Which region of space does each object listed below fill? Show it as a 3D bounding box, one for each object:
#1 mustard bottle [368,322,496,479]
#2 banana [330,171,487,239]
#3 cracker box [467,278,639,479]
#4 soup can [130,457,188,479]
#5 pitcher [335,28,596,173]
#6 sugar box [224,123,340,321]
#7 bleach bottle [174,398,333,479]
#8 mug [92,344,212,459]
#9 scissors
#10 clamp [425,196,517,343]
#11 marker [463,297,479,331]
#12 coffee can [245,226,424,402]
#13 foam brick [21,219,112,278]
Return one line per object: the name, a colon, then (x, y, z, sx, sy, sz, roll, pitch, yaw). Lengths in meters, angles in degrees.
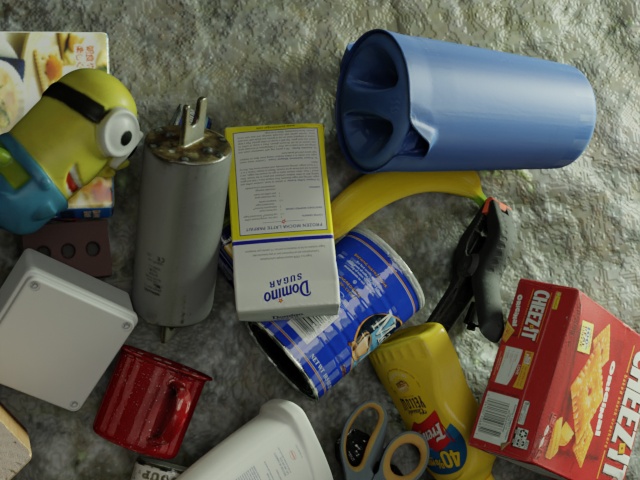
mustard bottle: (0.120, 0.177, 1.036, 0.058, 0.096, 0.191, -28, 94, -36)
banana: (0.084, -0.047, 1.077, 0.197, 0.037, 0.069, -11, 86, -16)
cracker box: (0.243, 0.148, 1.031, 0.213, 0.072, 0.164, 30, 75, -47)
soup can: (-0.148, 0.255, 0.969, 0.068, 0.069, 0.102, 17, 80, -14)
pitcher: (0.141, -0.135, 1.047, 0.242, 0.145, 0.149, 0, 81, -29)
sugar box: (-0.036, -0.017, 0.964, 0.093, 0.048, 0.176, -4, 74, -2)
bleach bottle: (-0.108, 0.242, 0.918, 0.250, 0.068, 0.102, -30, 104, -30)
mug: (-0.149, 0.148, 0.957, 0.093, 0.117, 0.081, 24, 83, -32)
scissors: (0.043, 0.251, 0.991, 0.096, 0.016, 0.201, 14, 77, -7)
clamp: (0.150, 0.039, 1.069, 0.039, 0.120, 0.171, 36, 54, -25)
marker: (0.173, 0.036, 1.104, 0.020, 0.020, 0.121, 21, 80, -13)
coffee can: (0.014, 0.069, 1.013, 0.140, 0.103, 0.103, -40, 96, -15)
foam brick: (-0.232, 0.011, 0.977, 0.078, 0.051, 0.053, -6, 87, -16)
